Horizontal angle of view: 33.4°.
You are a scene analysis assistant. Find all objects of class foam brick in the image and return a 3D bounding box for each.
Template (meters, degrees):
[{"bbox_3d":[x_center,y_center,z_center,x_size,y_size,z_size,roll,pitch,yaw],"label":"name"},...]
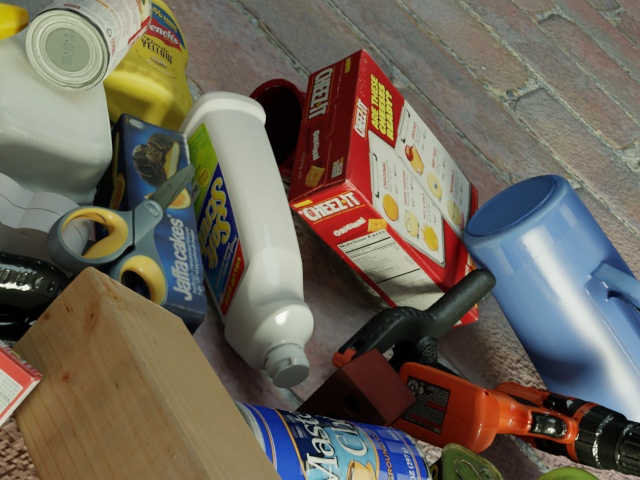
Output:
[{"bbox_3d":[0.022,0.127,0.791,0.053,0.078,0.051,50,31,14],"label":"foam brick"}]

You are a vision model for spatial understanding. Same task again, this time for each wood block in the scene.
[{"bbox_3d":[-0.095,0.121,0.595,0.090,0.090,0.206,36,10,-46],"label":"wood block"}]

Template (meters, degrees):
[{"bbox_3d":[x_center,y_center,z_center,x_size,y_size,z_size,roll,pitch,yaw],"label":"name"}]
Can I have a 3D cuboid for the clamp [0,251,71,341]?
[{"bbox_3d":[-0.227,0.027,0.635,0.209,0.165,0.036,36,44,-53],"label":"clamp"}]

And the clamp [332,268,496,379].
[{"bbox_3d":[0.086,0.080,0.897,0.171,0.120,0.039,3,9,-44],"label":"clamp"}]

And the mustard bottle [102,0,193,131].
[{"bbox_3d":[-0.166,-0.177,0.988,0.096,0.058,0.191,28,32,-31],"label":"mustard bottle"}]

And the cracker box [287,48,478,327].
[{"bbox_3d":[0.064,-0.039,0.966,0.213,0.072,0.164,44,38,-36],"label":"cracker box"}]

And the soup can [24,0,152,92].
[{"bbox_3d":[-0.179,-0.166,0.831,0.068,0.069,0.102,35,33,-10],"label":"soup can"}]

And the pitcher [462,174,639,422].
[{"bbox_3d":[0.241,0.063,0.970,0.242,0.149,0.145,55,22,-15],"label":"pitcher"}]

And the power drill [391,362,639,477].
[{"bbox_3d":[0.163,0.147,0.854,0.187,0.057,0.185,16,-4,-37],"label":"power drill"}]

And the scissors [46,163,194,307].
[{"bbox_3d":[-0.114,-0.001,0.745,0.096,0.016,0.201,54,27,5],"label":"scissors"}]

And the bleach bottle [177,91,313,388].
[{"bbox_3d":[-0.056,0.001,0.840,0.067,0.103,0.251,8,43,-34],"label":"bleach bottle"}]

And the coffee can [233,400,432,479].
[{"bbox_3d":[-0.013,0.162,0.686,0.140,0.103,0.103,16,39,-35],"label":"coffee can"}]

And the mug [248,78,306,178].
[{"bbox_3d":[-0.028,-0.103,1.028,0.117,0.093,0.081,19,5,44],"label":"mug"}]
